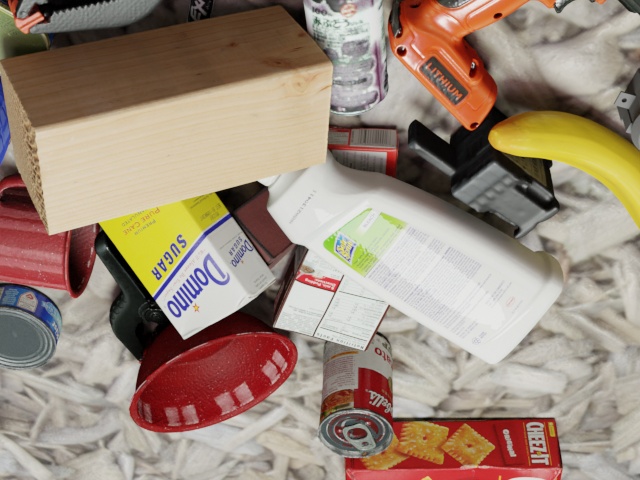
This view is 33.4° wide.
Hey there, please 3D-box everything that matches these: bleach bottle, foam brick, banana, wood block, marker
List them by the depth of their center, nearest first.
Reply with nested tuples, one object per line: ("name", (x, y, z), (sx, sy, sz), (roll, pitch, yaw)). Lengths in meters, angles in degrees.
("wood block", (-0.105, -0.088, 0.741), (0.205, 0.090, 0.091), (-17, 136, -21))
("marker", (-0.085, -0.174, 0.768), (0.020, 0.020, 0.121), (12, 131, -7))
("banana", (0.211, -0.057, 0.822), (0.197, 0.069, 0.037), (31, 151, -24))
("bleach bottle", (0.060, -0.005, 0.832), (0.250, 0.068, 0.103), (32, 110, -13))
("foam brick", (-0.056, 0.001, 0.878), (0.051, 0.052, 0.078), (48, 142, 2))

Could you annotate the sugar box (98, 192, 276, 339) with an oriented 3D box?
("sugar box", (-0.123, -0.015, 0.842), (0.094, 0.048, 0.176), (-31, 94, 40))

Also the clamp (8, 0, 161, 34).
("clamp", (-0.110, -0.204, 0.677), (0.210, 0.036, 0.164), (-27, 137, -3))

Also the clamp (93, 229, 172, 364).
("clamp", (-0.138, 0.052, 0.962), (0.120, 0.039, 0.171), (5, 140, -2))

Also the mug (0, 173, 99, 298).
("mug", (-0.235, -0.011, 0.877), (0.081, 0.093, 0.117), (8, 142, 3))

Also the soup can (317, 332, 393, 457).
("soup can", (0.033, 0.139, 0.985), (0.068, 0.102, 0.068), (2, 132, 2))

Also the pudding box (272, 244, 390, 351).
("pudding box", (0.017, 0.038, 0.917), (0.090, 0.039, 0.114), (16, 131, -11))

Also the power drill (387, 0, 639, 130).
("power drill", (0.155, -0.160, 0.741), (0.188, 0.057, 0.184), (-36, 117, 27))

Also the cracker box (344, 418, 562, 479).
("cracker box", (0.133, 0.262, 1.110), (0.213, 0.072, 0.164), (-1, 132, 3))

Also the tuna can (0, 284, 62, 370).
("tuna can", (-0.287, 0.082, 1.001), (0.086, 0.033, 0.086), (2, 132, 2))

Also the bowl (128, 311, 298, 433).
("bowl", (-0.104, 0.111, 0.976), (0.162, 0.055, 0.162), (-19, 149, -12))

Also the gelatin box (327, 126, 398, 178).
("gelatin box", (0.017, -0.056, 0.860), (0.089, 0.030, 0.073), (3, 133, 4))
